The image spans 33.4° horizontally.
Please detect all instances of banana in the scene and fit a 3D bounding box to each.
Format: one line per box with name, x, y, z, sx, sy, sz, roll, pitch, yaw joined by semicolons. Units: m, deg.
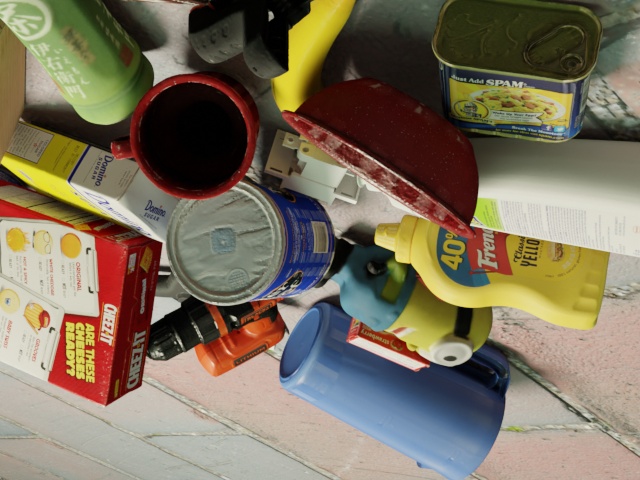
banana;-0.003;-0.125;0.770;0.069;0.037;0.198;-15;155;-2

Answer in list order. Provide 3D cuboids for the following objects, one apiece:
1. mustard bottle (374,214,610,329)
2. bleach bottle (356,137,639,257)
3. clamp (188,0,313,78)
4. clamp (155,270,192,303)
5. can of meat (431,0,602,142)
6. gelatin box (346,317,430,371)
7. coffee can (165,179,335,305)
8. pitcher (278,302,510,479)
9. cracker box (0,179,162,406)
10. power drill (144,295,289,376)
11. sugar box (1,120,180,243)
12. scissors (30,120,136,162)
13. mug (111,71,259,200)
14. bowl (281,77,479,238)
mustard bottle;0.140;0.010;0.887;0.192;0.096;0.058;10;158;13
bleach bottle;0.148;-0.043;0.815;0.251;0.068;0.102;9;155;20
clamp;-0.030;-0.140;0.643;0.210;0.164;0.036;-4;128;53
clamp;-0.157;0.054;1.221;0.120;0.039;0.172;23;148;-24
can of meat;0.127;-0.110;0.696;0.102;0.057;0.084;10;157;14
gelatin box;0.078;0.084;1.101;0.089;0.073;0.030;24;154;-17
coffee can;-0.056;0.001;0.914;0.103;0.103;0.140;7;-178;18
pitcher;0.085;0.159;1.210;0.242;0.149;0.145;28;168;-16
cracker box;-0.266;0.045;1.040;0.214;0.164;0.072;18;-161;22
power drill;-0.100;0.090;1.138;0.184;0.057;0.188;-28;165;-12
sugar box;-0.211;-0.054;0.966;0.176;0.048;0.093;23;166;32
scissors;-0.166;-0.073;0.983;0.202;0.016;0.096;22;-175;29
mug;-0.102;-0.082;0.814;0.117;0.093;0.081;-14;-166;7
bowl;0.054;-0.067;0.748;0.162;0.055;0.162;33;180;0
